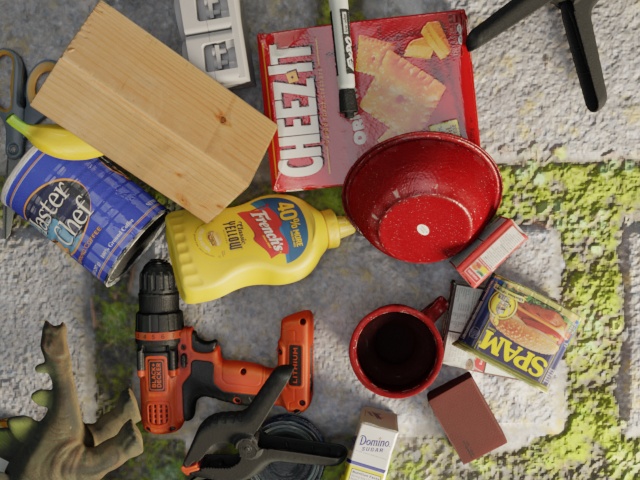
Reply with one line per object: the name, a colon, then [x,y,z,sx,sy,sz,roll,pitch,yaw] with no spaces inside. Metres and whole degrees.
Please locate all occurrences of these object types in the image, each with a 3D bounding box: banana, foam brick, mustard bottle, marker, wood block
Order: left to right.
banana: [-0.214,-0.125,1.069,0.037,0.197,0.069,-9,105,47]
wood block: [-0.158,-0.121,1.025,0.206,0.090,0.090,35,52,-15]
mustard bottle: [-0.057,0.001,1.092,0.191,0.058,0.096,-11,60,-13]
marker: [0.022,-0.180,1.042,0.020,0.020,0.121,-5,89,4]
foam brick: [0.150,0.182,1.102,0.053,0.051,0.078,-28,90,5]

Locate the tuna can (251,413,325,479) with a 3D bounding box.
tuna can: [-0.036,0.228,1.125,0.086,0.033,0.086,0,92,4]

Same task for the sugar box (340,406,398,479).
sugar box: [0.037,0.264,1.093,0.048,0.093,0.176,13,92,3]

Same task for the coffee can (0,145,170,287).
coffee can: [-0.240,-0.035,1.095,0.140,0.103,0.103,39,94,2]

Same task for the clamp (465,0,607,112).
clamp: [0.250,-0.242,1.073,0.164,0.036,0.210,29,79,-19]

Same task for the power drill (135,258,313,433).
power drill: [-0.101,0.110,1.115,0.188,0.057,0.184,0,96,7]

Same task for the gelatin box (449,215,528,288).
gelatin box: [0.169,0.011,1.075,0.073,0.089,0.030,-43,90,4]

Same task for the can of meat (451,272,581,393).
can of meat: [0.195,0.090,1.055,0.102,0.057,0.084,28,89,0]

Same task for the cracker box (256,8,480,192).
cracker box: [0.050,-0.140,1.087,0.214,0.072,0.164,-6,91,5]

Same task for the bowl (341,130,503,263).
bowl: [0.102,-0.029,1.050,0.162,0.055,0.162,0,134,0]

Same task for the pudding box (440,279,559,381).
pudding box: [0.183,0.094,1.104,0.113,0.039,0.090,10,91,1]

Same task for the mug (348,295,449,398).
mug: [0.085,0.100,1.088,0.093,0.081,0.117,43,94,1]

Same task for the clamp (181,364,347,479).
clamp: [-0.060,0.206,1.080,0.172,0.039,0.120,-33,98,26]

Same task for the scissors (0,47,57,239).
scissors: [-0.309,-0.107,1.141,0.096,0.016,0.202,-9,92,4]
